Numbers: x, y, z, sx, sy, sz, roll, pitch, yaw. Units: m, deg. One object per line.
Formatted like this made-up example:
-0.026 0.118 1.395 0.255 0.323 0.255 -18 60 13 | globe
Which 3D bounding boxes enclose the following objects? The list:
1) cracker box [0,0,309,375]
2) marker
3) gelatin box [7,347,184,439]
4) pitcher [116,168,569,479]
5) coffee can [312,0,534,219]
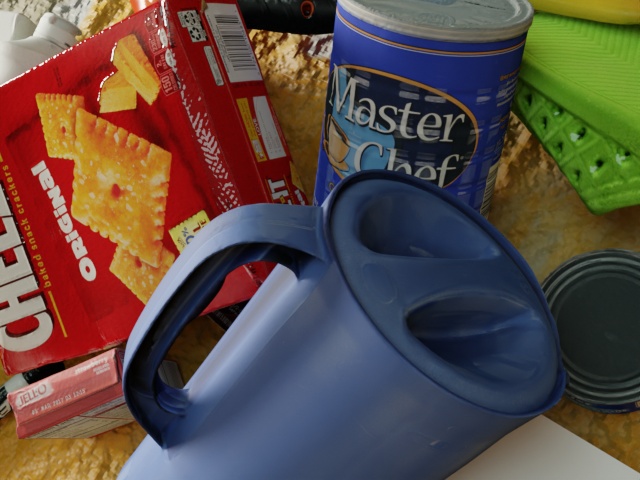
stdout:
-0.120 -0.026 0.616 0.214 0.072 0.164 -19 91 31 | cracker box
-0.216 0.112 0.703 0.121 0.020 0.020 -39 62 3 | marker
-0.131 0.093 0.638 0.073 0.089 0.030 -23 74 11 | gelatin box
-0.014 0.085 0.522 0.149 0.144 0.243 50 124 12 | pitcher
0.052 -0.067 0.585 0.103 0.102 0.140 23 124 26 | coffee can
